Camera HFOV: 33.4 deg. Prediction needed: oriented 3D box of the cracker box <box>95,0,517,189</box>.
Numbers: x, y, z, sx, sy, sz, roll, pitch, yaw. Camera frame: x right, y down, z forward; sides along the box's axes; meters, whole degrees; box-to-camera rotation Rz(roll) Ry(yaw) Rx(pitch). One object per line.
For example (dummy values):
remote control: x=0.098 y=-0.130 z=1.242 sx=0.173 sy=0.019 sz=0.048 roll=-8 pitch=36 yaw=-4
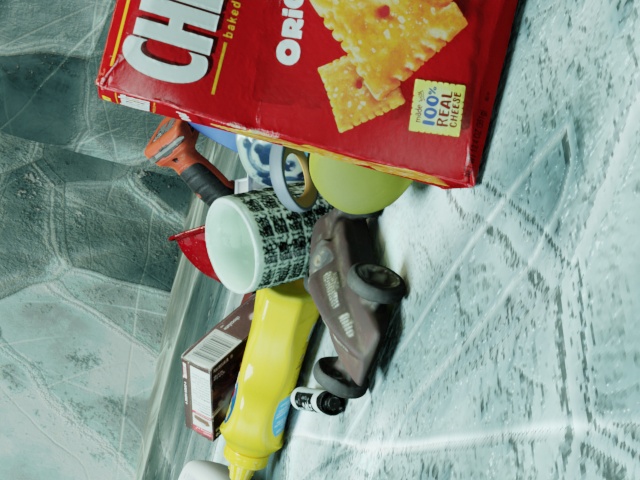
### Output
cracker box: x=-0.001 y=-0.132 z=0.595 sx=0.072 sy=0.213 sz=0.164 roll=-170 pitch=94 yaw=-80

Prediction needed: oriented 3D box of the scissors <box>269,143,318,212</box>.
scissors: x=-0.032 y=-0.107 z=0.810 sx=0.016 sy=0.201 sz=0.096 roll=-12 pitch=26 yaw=41

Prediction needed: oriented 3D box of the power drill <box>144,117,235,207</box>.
power drill: x=-0.112 y=-0.071 z=1.239 sx=0.057 sy=0.187 sz=0.184 roll=-36 pitch=18 yaw=20

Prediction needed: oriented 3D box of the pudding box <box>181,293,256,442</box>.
pudding box: x=-0.078 y=0.115 z=0.980 sx=0.113 sy=0.039 sz=0.090 roll=-38 pitch=-39 yaw=-42

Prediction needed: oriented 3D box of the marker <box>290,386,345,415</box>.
marker: x=-0.003 y=0.121 z=0.809 sx=0.121 sy=0.020 sz=0.020 roll=151 pitch=133 yaw=-76

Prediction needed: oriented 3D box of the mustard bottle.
mustard bottle: x=-0.047 y=0.124 z=0.929 sx=0.096 sy=0.058 sz=0.192 roll=-60 pitch=-14 yaw=-76

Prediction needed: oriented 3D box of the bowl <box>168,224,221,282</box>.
bowl: x=-0.056 y=0.001 z=0.989 sx=0.162 sy=0.162 sz=0.055 roll=166 pitch=89 yaw=-79
